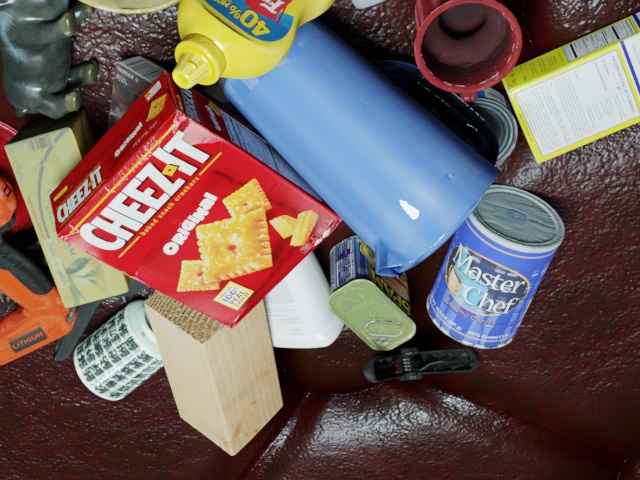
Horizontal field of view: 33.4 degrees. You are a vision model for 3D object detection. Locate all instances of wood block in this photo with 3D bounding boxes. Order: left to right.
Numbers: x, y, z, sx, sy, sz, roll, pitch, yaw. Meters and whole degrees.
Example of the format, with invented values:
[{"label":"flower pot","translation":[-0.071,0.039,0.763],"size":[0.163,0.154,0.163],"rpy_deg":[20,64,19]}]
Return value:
[{"label":"wood block","translation":[-0.110,0.126,1.155],"size":[0.091,0.090,0.206],"rpy_deg":[29,147,30]}]

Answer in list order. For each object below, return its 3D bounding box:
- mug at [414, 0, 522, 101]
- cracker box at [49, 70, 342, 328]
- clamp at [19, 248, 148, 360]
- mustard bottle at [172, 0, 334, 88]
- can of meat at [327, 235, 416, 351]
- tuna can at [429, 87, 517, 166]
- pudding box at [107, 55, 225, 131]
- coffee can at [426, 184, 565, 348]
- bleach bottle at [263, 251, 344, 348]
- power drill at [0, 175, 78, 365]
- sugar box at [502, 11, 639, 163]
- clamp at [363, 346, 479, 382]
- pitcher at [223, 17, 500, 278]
[{"label":"mug","translation":[0.129,-0.182,0.959],"size":[0.093,0.081,0.117],"rpy_deg":[-8,127,6]},{"label":"cracker box","translation":[-0.109,-0.028,0.971],"size":[0.164,0.072,0.213],"rpy_deg":[-44,131,17]},{"label":"clamp","translation":[-0.250,0.028,1.130],"size":[0.210,0.036,0.164],"rpy_deg":[-32,124,12]},{"label":"mustard bottle","translation":[-0.060,-0.187,0.869],"size":[0.096,0.191,0.058],"rpy_deg":[37,147,-2]},{"label":"can of meat","translation":[0.054,0.054,1.142],"size":[0.058,0.084,0.102],"rpy_deg":[-34,121,23]},{"label":"tuna can","translation":[0.148,-0.110,1.046],"size":[0.086,0.033,0.086],"rpy_deg":[0,128,0]},{"label":"pudding box","translation":[-0.148,-0.111,1.008],"size":[0.114,0.039,0.090],"rpy_deg":[34,130,23]},{"label":"coffee can","translation":[0.180,0.028,1.110],"size":[0.102,0.103,0.140],"rpy_deg":[11,127,-9]},{"label":"bleach bottle","translation":[-0.057,0.001,1.108],"size":[0.103,0.068,0.251],"rpy_deg":[-2,129,25]},{"label":"power drill","translation":[-0.348,0.038,1.069],"size":[0.184,0.057,0.187],"rpy_deg":[-24,123,14]},{"label":"sugar box","translation":[0.270,-0.150,1.009],"size":[0.176,0.048,0.093],"rpy_deg":[-23,124,13]},{"label":"clamp","translation":[0.088,0.135,1.164],"size":[0.120,0.039,0.172],"rpy_deg":[1,172,-15]},{"label":"pitcher","translation":[0.039,-0.098,0.962],"size":[0.243,0.149,0.145],"rpy_deg":[44,110,2]}]
